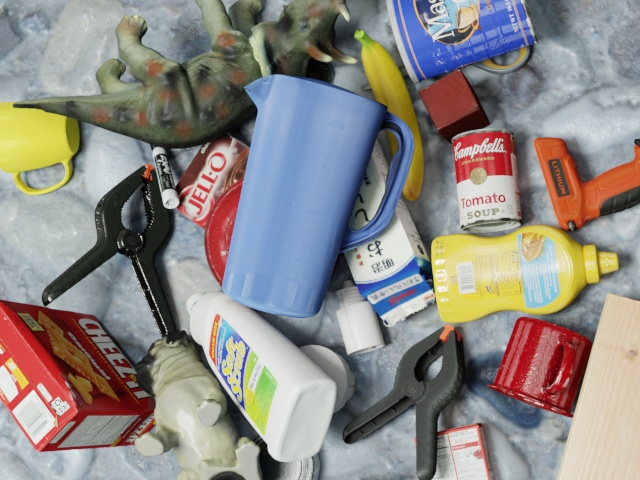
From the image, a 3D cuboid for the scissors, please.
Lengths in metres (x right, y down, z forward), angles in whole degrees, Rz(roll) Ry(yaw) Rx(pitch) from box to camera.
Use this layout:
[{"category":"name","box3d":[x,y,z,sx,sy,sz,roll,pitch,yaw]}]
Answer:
[{"category":"scissors","box3d":[0.151,-0.199,1.219,0.202,0.016,0.096,-36,73,10]}]

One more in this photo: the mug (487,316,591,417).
[{"category":"mug","box3d":[0.231,0.128,1.092,0.093,0.117,0.081,21,83,-3]}]

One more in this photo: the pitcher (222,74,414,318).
[{"category":"pitcher","box3d":[-0.013,-0.044,1.121,0.149,0.144,0.243,18,96,37]}]

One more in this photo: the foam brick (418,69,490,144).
[{"category":"foam brick","box3d":[0.149,-0.147,1.179,0.053,0.078,0.051,-27,76,13]}]

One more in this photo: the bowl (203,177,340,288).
[{"category":"bowl","box3d":[-0.058,0.001,1.214,0.162,0.055,0.162,0,92,5]}]

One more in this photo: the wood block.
[{"category":"wood block","box3d":[0.308,0.167,1.071,0.091,0.090,0.206,15,87,21]}]

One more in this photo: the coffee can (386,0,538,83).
[{"category":"coffee can","box3d":[0.154,-0.241,1.161,0.140,0.102,0.103,-16,77,15]}]

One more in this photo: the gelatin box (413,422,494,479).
[{"category":"gelatin box","box3d":[0.146,0.246,1.144,0.073,0.030,0.089,-15,77,17]}]

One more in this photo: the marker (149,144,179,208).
[{"category":"marker","box3d":[-0.190,-0.087,1.290,0.020,0.020,0.121,-30,48,12]}]

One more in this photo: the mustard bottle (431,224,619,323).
[{"category":"mustard bottle","box3d":[0.219,0.032,1.137,0.192,0.058,0.096,-7,88,17]}]

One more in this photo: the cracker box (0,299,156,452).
[{"category":"cracker box","box3d":[-0.285,0.152,1.204,0.072,0.213,0.164,-44,71,7]}]

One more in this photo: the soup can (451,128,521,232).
[{"category":"soup can","box3d":[0.181,-0.064,1.161,0.069,0.068,0.102,-7,80,17]}]

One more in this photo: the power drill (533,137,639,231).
[{"category":"power drill","box3d":[0.325,-0.098,1.123,0.188,0.057,0.184,-16,77,15]}]

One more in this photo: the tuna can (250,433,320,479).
[{"category":"tuna can","box3d":[-0.044,0.254,1.204,0.086,0.033,0.086,-3,81,18]}]

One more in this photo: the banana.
[{"category":"banana","box3d":[0.081,-0.142,1.205,0.037,0.069,0.198,-18,94,35]}]

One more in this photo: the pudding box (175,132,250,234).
[{"category":"pudding box","box3d":[-0.117,-0.066,1.275,0.090,0.039,0.113,35,93,21]}]

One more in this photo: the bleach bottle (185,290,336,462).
[{"category":"bleach bottle","box3d":[-0.081,0.134,1.182,0.251,0.067,0.103,37,118,47]}]

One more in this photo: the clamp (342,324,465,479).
[{"category":"clamp","box3d":[0.097,0.169,1.157,0.120,0.039,0.171,13,67,31]}]

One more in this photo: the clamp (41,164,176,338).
[{"category":"clamp","box3d":[-0.223,0.012,1.276,0.036,0.164,0.210,-21,47,56]}]
